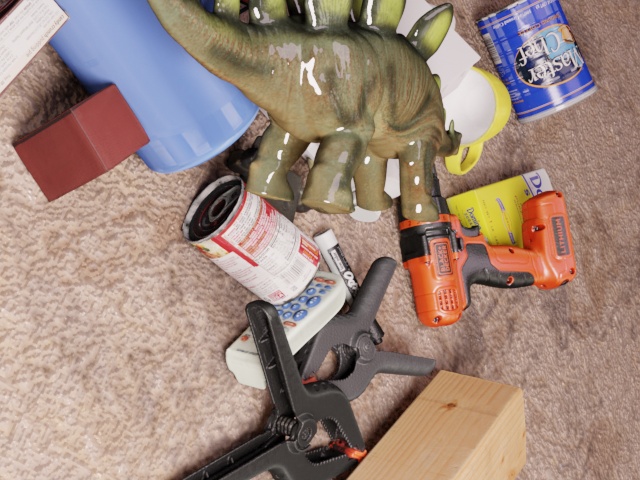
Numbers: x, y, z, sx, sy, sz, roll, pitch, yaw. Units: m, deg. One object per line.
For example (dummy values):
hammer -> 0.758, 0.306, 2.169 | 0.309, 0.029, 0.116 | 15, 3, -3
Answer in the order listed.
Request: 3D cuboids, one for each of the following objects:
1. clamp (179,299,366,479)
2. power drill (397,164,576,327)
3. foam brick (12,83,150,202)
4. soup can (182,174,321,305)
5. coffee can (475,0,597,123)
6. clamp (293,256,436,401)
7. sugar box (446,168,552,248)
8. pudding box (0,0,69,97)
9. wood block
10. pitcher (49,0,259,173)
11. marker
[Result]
clamp -> -0.024, 0.142, 0.865 | 0.209, 0.036, 0.164 | 22, 86, -51
power drill -> 0.169, -0.009, 1.113 | 0.187, 0.057, 0.184 | -5, 84, -23
foam brick -> -0.175, -0.071, 0.781 | 0.051, 0.078, 0.052 | 59, 42, -12
soup can -> -0.056, 0.001, 0.894 | 0.102, 0.069, 0.068 | 40, 49, -32
coffee can -> 0.265, -0.228, 1.313 | 0.102, 0.103, 0.140 | -34, 102, -49
clamp -> 0.039, 0.104, 0.971 | 0.171, 0.039, 0.120 | -38, 100, -35
sugar box -> 0.219, -0.025, 1.229 | 0.175, 0.048, 0.093 | -19, 91, -48
pudding box -> -0.233, -0.119, 0.724 | 0.039, 0.090, 0.113 | 47, 46, -26
wood block -> 0.103, 0.213, 0.956 | 0.205, 0.091, 0.090 | -39, 130, -48
pitcher -> -0.140, -0.173, 0.795 | 0.242, 0.145, 0.149 | 57, 7, -28
marker -> 0.028, 0.045, 1.009 | 0.020, 0.020, 0.121 | -39, 105, -48
